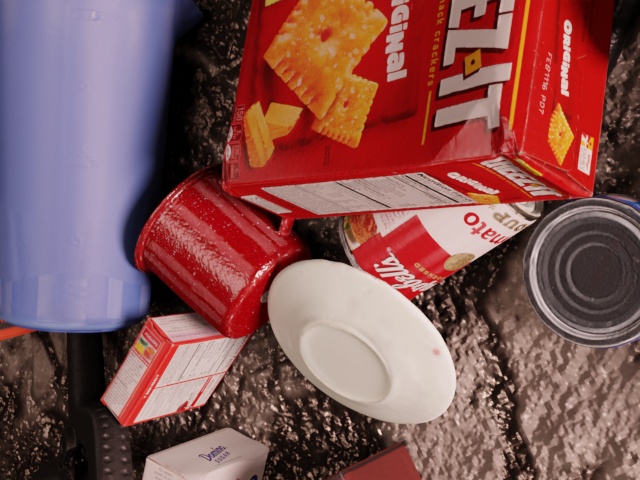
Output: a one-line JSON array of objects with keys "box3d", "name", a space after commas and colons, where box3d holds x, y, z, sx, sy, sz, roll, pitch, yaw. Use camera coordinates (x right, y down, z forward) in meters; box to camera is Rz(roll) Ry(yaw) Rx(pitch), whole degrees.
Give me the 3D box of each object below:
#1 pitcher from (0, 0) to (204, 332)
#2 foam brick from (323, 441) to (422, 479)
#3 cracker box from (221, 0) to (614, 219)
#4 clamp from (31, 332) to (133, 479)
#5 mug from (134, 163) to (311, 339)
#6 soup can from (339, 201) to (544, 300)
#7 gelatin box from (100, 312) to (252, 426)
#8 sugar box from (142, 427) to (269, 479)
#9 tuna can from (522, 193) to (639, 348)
[{"box3d": [-0.177, -0.064, 0.729, 0.149, 0.144, 0.243, 6, 95, 28], "name": "pitcher"}, {"box3d": [0.025, 0.166, 0.663, 0.053, 0.078, 0.051, -36, 75, 31], "name": "foam brick"}, {"box3d": [0.047, -0.103, 0.582, 0.214, 0.072, 0.164, -3, 73, 45], "name": "cracker box"}, {"box3d": [-0.164, 0.137, 0.754, 0.210, 0.036, 0.164, 25, 106, 63], "name": "clamp"}, {"box3d": [-0.055, 0.001, 0.694, 0.081, 0.093, 0.117, 41, 115, 18], "name": "mug"}, {"box3d": [0.071, -0.016, 0.627, 0.102, 0.068, 0.068, -35, 75, 29], "name": "soup can"}, {"box3d": [-0.097, 0.084, 0.726, 0.030, 0.089, 0.073, 43, 114, 24], "name": "gelatin box"}, {"box3d": [-0.092, 0.224, 0.731, 0.048, 0.093, 0.176, 22, 105, 28], "name": "sugar box"}, {"box3d": [0.157, 0.017, 0.594, 0.086, 0.033, 0.086, 3, 95, 32], "name": "tuna can"}]
